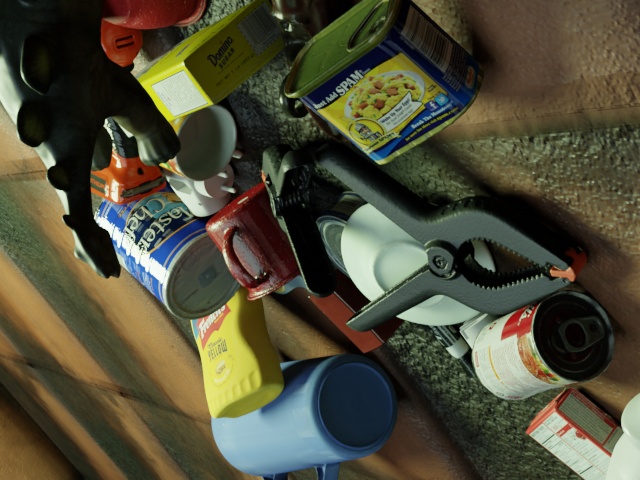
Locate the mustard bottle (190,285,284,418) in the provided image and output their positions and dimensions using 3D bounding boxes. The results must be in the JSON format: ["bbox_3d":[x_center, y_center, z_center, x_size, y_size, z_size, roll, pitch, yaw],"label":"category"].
[{"bbox_3d":[-0.099,0.088,1.153,0.096,0.058,0.191,-37,59,40],"label":"mustard bottle"}]

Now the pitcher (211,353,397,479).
[{"bbox_3d":[-0.016,0.204,1.190,0.149,0.145,0.243,42,153,-13],"label":"pitcher"}]

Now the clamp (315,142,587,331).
[{"bbox_3d":[0.090,-0.001,0.795,0.210,0.036,0.164,0,118,35],"label":"clamp"}]

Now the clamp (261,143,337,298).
[{"bbox_3d":[-0.023,-0.042,0.873,0.171,0.039,0.120,-121,24,-58],"label":"clamp"}]

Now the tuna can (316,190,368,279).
[{"bbox_3d":[0.037,0.000,0.923,0.086,0.033,0.086,35,153,21],"label":"tuna can"}]

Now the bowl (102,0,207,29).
[{"bbox_3d":[-0.168,-0.229,0.864,0.162,0.055,0.162,35,153,21],"label":"bowl"}]

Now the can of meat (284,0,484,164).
[{"bbox_3d":[0.042,-0.105,0.689,0.083,0.057,0.102,37,137,-24],"label":"can of meat"}]

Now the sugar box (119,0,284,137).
[{"bbox_3d":[-0.104,-0.137,0.861,0.048,0.093,0.177,55,153,-19],"label":"sugar box"}]

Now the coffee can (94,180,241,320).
[{"bbox_3d":[-0.157,0.004,1.115,0.140,0.102,0.103,36,155,37],"label":"coffee can"}]

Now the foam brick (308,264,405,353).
[{"bbox_3d":[0.039,0.056,0.982,0.078,0.053,0.051,46,155,1],"label":"foam brick"}]

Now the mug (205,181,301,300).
[{"bbox_3d":[-0.056,0.001,0.979,0.093,0.117,0.081,-29,102,33],"label":"mug"}]

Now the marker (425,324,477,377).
[{"bbox_3d":[0.106,0.076,0.950,0.121,0.020,0.020,49,154,-9],"label":"marker"}]

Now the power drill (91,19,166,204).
[{"bbox_3d":[-0.218,-0.138,1.024,0.185,0.057,0.187,25,133,49],"label":"power drill"}]

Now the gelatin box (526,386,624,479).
[{"bbox_3d":[0.225,0.169,0.898,0.089,0.030,0.073,39,155,11],"label":"gelatin box"}]

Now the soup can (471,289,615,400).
[{"bbox_3d":[0.167,0.082,0.812,0.068,0.068,0.102,46,155,-1],"label":"soup can"}]
